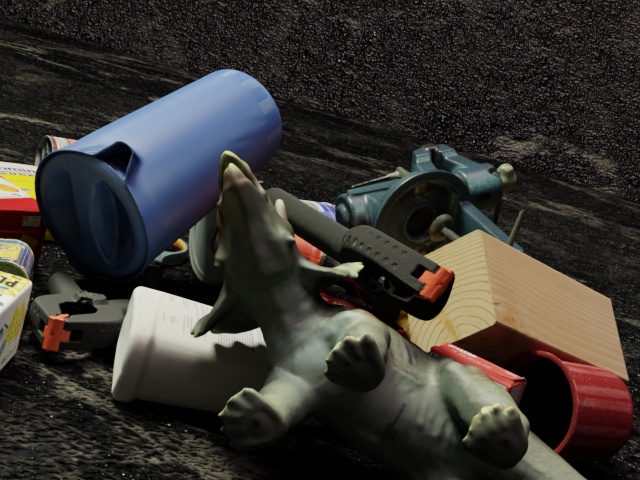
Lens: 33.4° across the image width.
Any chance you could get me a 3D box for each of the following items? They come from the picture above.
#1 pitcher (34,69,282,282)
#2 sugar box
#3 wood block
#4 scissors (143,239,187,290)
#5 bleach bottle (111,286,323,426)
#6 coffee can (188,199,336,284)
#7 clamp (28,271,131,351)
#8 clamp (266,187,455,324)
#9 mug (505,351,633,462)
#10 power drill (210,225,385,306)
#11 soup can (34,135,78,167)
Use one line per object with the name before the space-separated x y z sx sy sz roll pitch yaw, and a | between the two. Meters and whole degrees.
pitcher | -0.148 -0.067 1.030 0.149 0.145 0.242 -1 27 38
sugar box | -0.327 -0.047 1.185 0.093 0.048 0.176 6 17 -33
wood block | 0.178 0.078 0.960 0.205 0.091 0.090 24 -39 -39
scissors | -0.194 0.019 1.127 0.096 0.016 0.201 15 13 5
bleach bottle | -0.033 0.107 0.840 0.250 0.068 0.102 16 21 -13
coffee can | -0.058 0.001 1.159 0.140 0.103 0.103 6 16 -34
clamp | -0.185 0.063 0.899 0.120 0.039 0.171 7 12 -3
clamp | 0.048 0.028 0.841 0.164 0.036 0.210 44 -12 -27
mug | 0.201 0.143 0.909 0.081 0.093 0.117 12 -6 -34
power drill | -0.007 0.017 1.022 0.187 0.057 0.184 21 -3 -12
soup can | -0.302 -0.092 1.350 0.102 0.068 0.069 7 15 -32
